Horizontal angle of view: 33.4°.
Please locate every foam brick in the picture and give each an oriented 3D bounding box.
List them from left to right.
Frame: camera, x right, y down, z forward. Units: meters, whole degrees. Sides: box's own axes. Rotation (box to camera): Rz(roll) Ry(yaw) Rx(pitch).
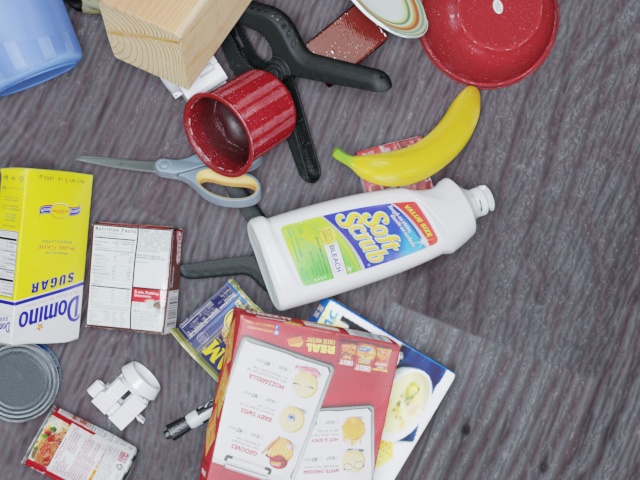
[{"bbox_3d":[0.025,-0.207,1.128,0.078,0.053,0.051,-40,95,-4],"label":"foam brick"}]

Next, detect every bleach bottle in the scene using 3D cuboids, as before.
[{"bbox_3d":[0.058,-0.012,1.102,0.250,0.068,0.102,-19,87,-11],"label":"bleach bottle"}]

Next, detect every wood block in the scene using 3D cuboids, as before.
[{"bbox_3d":[-0.118,-0.265,1.048,0.091,0.090,0.206,26,67,13],"label":"wood block"}]

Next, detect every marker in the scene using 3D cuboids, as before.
[{"bbox_3d":[-0.114,0.179,1.146,0.121,0.020,0.020,-29,95,-4],"label":"marker"}]

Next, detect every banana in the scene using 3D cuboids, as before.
[{"bbox_3d":[0.107,-0.102,1.114,0.197,0.037,0.069,-27,90,-29],"label":"banana"}]

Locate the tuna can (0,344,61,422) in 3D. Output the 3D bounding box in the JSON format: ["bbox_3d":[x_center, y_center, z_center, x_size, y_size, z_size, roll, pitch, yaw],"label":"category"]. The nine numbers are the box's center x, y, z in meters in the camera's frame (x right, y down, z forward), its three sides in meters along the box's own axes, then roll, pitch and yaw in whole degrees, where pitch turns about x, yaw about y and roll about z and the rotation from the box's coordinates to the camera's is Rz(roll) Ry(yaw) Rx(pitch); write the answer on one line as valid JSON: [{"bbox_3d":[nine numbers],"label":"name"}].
[{"bbox_3d":[-0.315,0.145,1.116,0.086,0.034,0.086,0,92,-6],"label":"tuna can"}]

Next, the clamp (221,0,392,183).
[{"bbox_3d":[-0.029,-0.179,1.096,0.210,0.165,0.036,51,43,1],"label":"clamp"}]

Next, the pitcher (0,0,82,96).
[{"bbox_3d":[-0.341,-0.268,1.060,0.144,0.149,0.243,-25,98,-20],"label":"pitcher"}]

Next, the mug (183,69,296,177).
[{"bbox_3d":[-0.087,-0.122,1.095,0.081,0.117,0.093,-38,111,-40],"label":"mug"}]

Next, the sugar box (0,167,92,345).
[{"bbox_3d":[-0.284,0.016,1.084,0.048,0.093,0.176,4,91,34],"label":"sugar box"}]

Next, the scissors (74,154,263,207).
[{"bbox_3d":[-0.149,-0.088,1.128,0.202,0.016,0.096,19,55,14],"label":"scissors"}]

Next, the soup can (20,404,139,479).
[{"bbox_3d":[-0.249,0.224,1.109,0.102,0.068,0.068,29,89,-7],"label":"soup can"}]

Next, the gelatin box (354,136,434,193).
[{"bbox_3d":[0.083,-0.061,1.151,0.073,0.030,0.089,-14,93,-5],"label":"gelatin box"}]

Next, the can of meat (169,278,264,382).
[{"bbox_3d":[-0.092,0.102,1.113,0.084,0.058,0.102,-43,127,-6],"label":"can of meat"}]

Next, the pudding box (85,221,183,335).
[{"bbox_3d":[-0.195,0.039,1.113,0.090,0.039,0.113,5,90,12],"label":"pudding box"}]

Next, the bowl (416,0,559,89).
[{"bbox_3d":[0.185,-0.245,1.142,0.162,0.055,0.162,0,92,-5],"label":"bowl"}]

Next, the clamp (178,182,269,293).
[{"bbox_3d":[-0.057,0.001,1.135,0.171,0.039,0.120,15,96,-3],"label":"clamp"}]

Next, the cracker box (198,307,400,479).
[{"bbox_3d":[-0.026,0.186,1.057,0.164,0.072,0.214,11,92,-11],"label":"cracker box"}]
